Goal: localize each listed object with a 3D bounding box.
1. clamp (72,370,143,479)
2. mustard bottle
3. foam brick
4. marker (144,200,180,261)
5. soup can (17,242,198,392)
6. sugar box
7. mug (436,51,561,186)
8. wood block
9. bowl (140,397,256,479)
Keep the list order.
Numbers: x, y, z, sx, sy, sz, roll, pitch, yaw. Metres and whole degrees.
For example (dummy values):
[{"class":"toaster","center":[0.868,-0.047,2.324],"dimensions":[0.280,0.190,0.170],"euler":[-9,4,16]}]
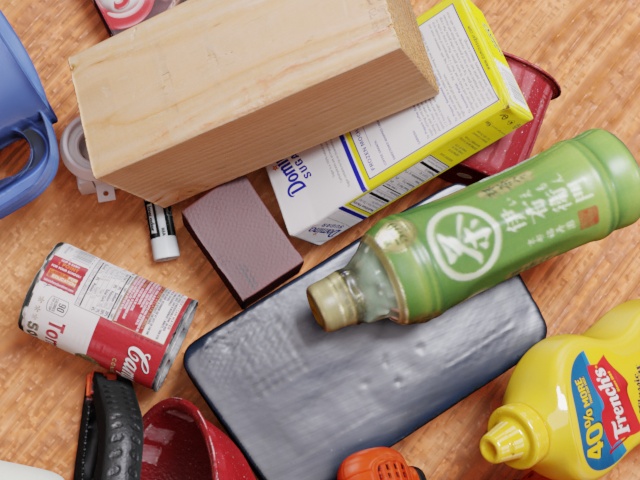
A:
[{"class":"clamp","center":[-0.130,0.167,0.664],"dimensions":[0.036,0.165,0.210],"euler":[12,52,-23]},{"class":"mustard bottle","center":[0.175,0.106,0.706],"dimensions":[0.191,0.058,0.096],"euler":[-16,98,-37]},{"class":"foam brick","center":[-0.055,0.001,0.746],"dimensions":[0.053,0.051,0.078],"euler":[-33,85,-9]},{"class":"marker","center":[-0.120,-0.045,0.763],"dimensions":[0.020,0.020,0.121],"euler":[-10,82,-7]},{"class":"soup can","center":[-0.142,0.051,0.721],"dimensions":[0.102,0.068,0.068],"euler":[24,79,-1]},{"class":"sugar box","center":[0.044,-0.078,0.720],"dimensions":[0.176,0.048,0.093],"euler":[-31,64,25]},{"class":"mug","center":[0.102,-0.087,0.759],"dimensions":[0.117,0.093,0.081],"euler":[20,84,5]},{"class":"wood block","center":[-0.042,-0.105,0.676],"dimensions":[0.206,0.090,0.090],"euler":[-21,73,17]},{"class":"bowl","center":[-0.082,0.184,0.678],"dimensions":[0.055,0.162,0.162],"euler":[15,78,-31]}]
